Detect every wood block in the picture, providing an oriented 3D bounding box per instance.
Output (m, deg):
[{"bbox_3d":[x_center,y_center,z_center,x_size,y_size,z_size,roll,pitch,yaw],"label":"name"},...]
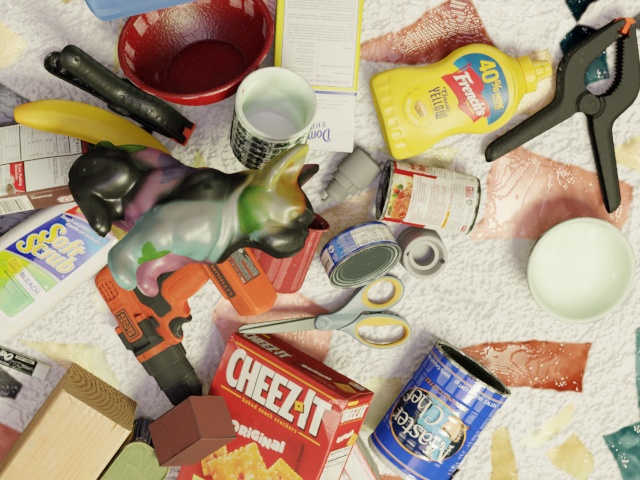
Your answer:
[{"bbox_3d":[-0.304,0.254,1.199,0.090,0.090,0.206,35,98,-12],"label":"wood block"}]

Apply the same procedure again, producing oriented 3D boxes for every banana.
[{"bbox_3d":[-0.217,-0.099,1.104,0.197,0.069,0.037,33,143,-7],"label":"banana"}]

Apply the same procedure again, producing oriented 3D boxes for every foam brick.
[{"bbox_3d":[-0.139,0.206,1.156,0.078,0.052,0.051,-36,61,32],"label":"foam brick"}]

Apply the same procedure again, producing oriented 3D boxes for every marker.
[{"bbox_3d":[-0.364,0.128,1.201,0.121,0.020,0.020,23,100,-8],"label":"marker"}]

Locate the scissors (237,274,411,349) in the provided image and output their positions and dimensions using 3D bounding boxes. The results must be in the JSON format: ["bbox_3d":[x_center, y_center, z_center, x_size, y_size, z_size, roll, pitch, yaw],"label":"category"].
[{"bbox_3d":[0.013,0.074,1.199,0.201,0.016,0.096,12,95,-18],"label":"scissors"}]

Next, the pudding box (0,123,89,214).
[{"bbox_3d":[-0.300,-0.081,1.126,0.113,0.039,0.090,-9,64,-3],"label":"pudding box"}]

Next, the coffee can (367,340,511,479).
[{"bbox_3d":[0.134,0.199,1.209,0.102,0.103,0.140,32,99,-10],"label":"coffee can"}]

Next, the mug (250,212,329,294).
[{"bbox_3d":[-0.058,0.001,1.161,0.117,0.093,0.081,22,106,6],"label":"mug"}]

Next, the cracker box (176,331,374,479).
[{"bbox_3d":[-0.058,0.229,1.181,0.164,0.072,0.214,26,103,26],"label":"cracker box"}]

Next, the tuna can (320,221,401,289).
[{"bbox_3d":[0.043,0.016,1.166,0.086,0.086,0.034,-26,63,2],"label":"tuna can"}]

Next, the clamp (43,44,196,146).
[{"bbox_3d":[-0.213,-0.154,1.119,0.171,0.120,0.039,34,88,-31],"label":"clamp"}]

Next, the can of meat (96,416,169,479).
[{"bbox_3d":[-0.214,0.259,1.208,0.057,0.084,0.102,36,98,-11],"label":"can of meat"}]

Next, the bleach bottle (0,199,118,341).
[{"bbox_3d":[-0.274,-0.006,1.155,0.251,0.068,0.102,-40,92,1],"label":"bleach bottle"}]

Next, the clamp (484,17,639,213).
[{"bbox_3d":[0.300,-0.141,1.175,0.164,0.036,0.210,28,99,-9],"label":"clamp"}]

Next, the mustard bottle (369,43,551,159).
[{"bbox_3d":[0.155,-0.159,1.151,0.191,0.058,0.096,-17,99,0],"label":"mustard bottle"}]

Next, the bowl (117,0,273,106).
[{"bbox_3d":[-0.124,-0.192,1.100,0.162,0.162,0.055,-15,147,-1],"label":"bowl"}]

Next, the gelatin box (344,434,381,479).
[{"bbox_3d":[0.038,0.248,1.228,0.030,0.073,0.089,-29,103,2],"label":"gelatin box"}]

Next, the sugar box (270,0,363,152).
[{"bbox_3d":[-0.005,-0.186,1.141,0.093,0.048,0.176,4,106,-3],"label":"sugar box"}]

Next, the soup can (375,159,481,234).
[{"bbox_3d":[0.117,-0.047,1.169,0.102,0.068,0.068,10,102,-7],"label":"soup can"}]

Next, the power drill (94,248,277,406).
[{"bbox_3d":[-0.138,0.078,1.143,0.188,0.057,0.184,-30,94,31],"label":"power drill"}]
